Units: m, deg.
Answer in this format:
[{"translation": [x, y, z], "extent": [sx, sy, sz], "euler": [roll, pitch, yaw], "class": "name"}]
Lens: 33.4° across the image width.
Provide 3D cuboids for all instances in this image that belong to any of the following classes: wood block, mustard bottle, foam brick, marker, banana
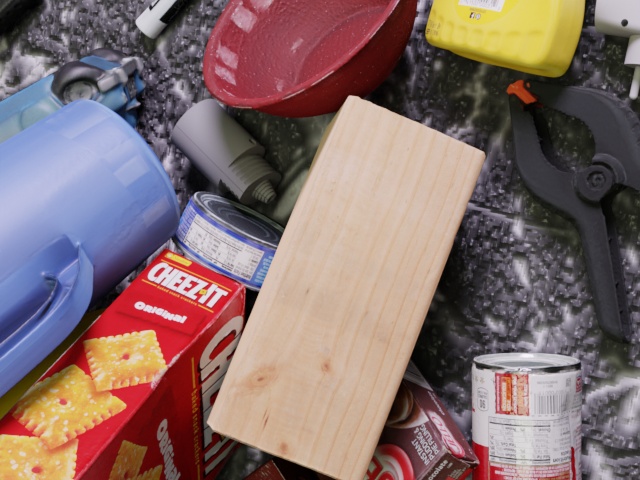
[{"translation": [0.013, 0.031, 0.642], "extent": [0.090, 0.091, 0.206], "euler": [23, 81, -6], "class": "wood block"}, {"translation": [0.132, -0.201, 0.642], "extent": [0.096, 0.058, 0.192], "euler": [25, 101, 45], "class": "mustard bottle"}, {"translation": [-0.021, 0.172, 0.715], "extent": [0.051, 0.078, 0.053], "euler": [-40, 79, 19], "class": "foam brick"}, {"translation": [-0.087, -0.193, 0.761], "extent": [0.121, 0.020, 0.020], "euler": [-43, 76, 19], "class": "marker"}, {"translation": [-0.166, 0.091, 0.713], "extent": [0.037, 0.197, 0.069], "euler": [-13, 114, 41], "class": "banana"}]

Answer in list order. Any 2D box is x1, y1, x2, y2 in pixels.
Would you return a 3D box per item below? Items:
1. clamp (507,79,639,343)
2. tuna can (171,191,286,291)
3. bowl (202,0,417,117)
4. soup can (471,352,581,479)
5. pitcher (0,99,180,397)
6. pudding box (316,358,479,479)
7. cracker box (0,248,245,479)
[{"translation": [0.182, -0.037, 0.640], "extent": [0.120, 0.039, 0.171], "euler": [-34, 79, 19], "class": "clamp"}, {"translation": [-0.055, 0.001, 0.719], "extent": [0.086, 0.086, 0.034], "euler": [32, 102, 19], "class": "tuna can"}, {"translation": [0.004, -0.133, 0.681], "extent": [0.162, 0.055, 0.162], "euler": [-25, 43, 25], "class": "bowl"}, {"translation": [0.126, 0.123, 0.654], "extent": [0.069, 0.068, 0.102], "euler": [0, 91, 23], "class": "soup can"}, {"translation": [-0.199, 0.024, 0.638], "extent": [0.242, 0.145, 0.149], "euler": [-40, 82, -24], "class": "pitcher"}, {"translation": [0.039, 0.130, 0.680], "extent": [0.090, 0.039, 0.113], "euler": [-51, 36, 16], "class": "pudding box"}, {"translation": [-0.125, 0.136, 0.657], "extent": [0.072, 0.213, 0.164], "euler": [23, 136, 19], "class": "cracker box"}]
